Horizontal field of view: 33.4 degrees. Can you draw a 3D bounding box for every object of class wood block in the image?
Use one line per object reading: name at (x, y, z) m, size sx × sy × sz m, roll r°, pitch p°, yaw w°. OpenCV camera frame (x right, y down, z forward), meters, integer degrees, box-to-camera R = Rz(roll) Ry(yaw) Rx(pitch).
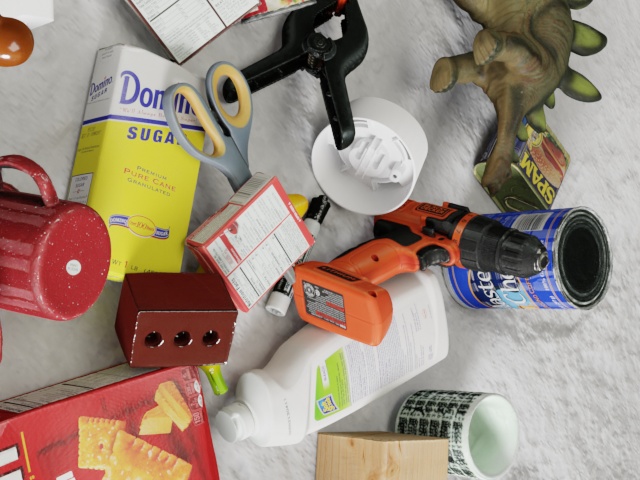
wood block at (0.051, 0.280, 0.964) m, size 0.090 × 0.090 × 0.206 m, roll 8°, pitch 82°, yaw -42°

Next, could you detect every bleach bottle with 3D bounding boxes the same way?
bleach bottle at (0.010, 0.107, 0.953) m, size 0.250 × 0.068 × 0.102 m, roll -23°, pitch 108°, yaw -39°

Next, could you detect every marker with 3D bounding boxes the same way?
marker at (-0.019, 0.011, 0.961) m, size 0.020 × 0.020 × 0.121 m, roll 39°, pitch 63°, yaw -35°

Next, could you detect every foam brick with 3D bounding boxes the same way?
foam brick at (-0.109, 0.059, 0.801) m, size 0.078 × 0.051 × 0.053 m, roll 0°, pitch 123°, yaw -23°

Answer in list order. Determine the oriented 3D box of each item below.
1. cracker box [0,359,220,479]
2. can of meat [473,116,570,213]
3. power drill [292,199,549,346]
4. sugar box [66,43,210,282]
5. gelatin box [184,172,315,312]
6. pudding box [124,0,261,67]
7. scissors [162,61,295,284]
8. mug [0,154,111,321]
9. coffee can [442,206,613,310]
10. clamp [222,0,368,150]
cracker box at (-0.174, 0.188, 0.772) m, size 0.213 × 0.072 × 0.164 m, roll -14°, pitch 97°, yaw -42°
can of meat at (0.223, -0.081, 1.165) m, size 0.102 × 0.058 × 0.083 m, roll 47°, pitch 56°, yaw -30°
power drill at (0.082, 0.025, 0.946) m, size 0.187 × 0.185 × 0.057 m, roll -28°, pitch 121°, yaw -39°
sugar box at (-0.142, -0.056, 0.832) m, size 0.093 × 0.048 × 0.176 m, roll 19°, pitch 76°, yaw -41°
gelatin box at (-0.056, 0.001, 0.855) m, size 0.089 × 0.030 × 0.073 m, roll -46°, pitch 125°, yaw -21°
pudding box at (-0.114, -0.209, 0.847) m, size 0.090 × 0.039 × 0.113 m, roll -38°, pitch 115°, yaw -2°
scissors at (-0.057, -0.063, 0.880) m, size 0.201 × 0.016 × 0.096 m, roll 51°, pitch 54°, yaw -34°
mug at (-0.199, -0.002, 0.728) m, size 0.093 × 0.082 × 0.117 m, roll -34°, pitch 128°, yaw -56°
coffee can at (0.210, 0.020, 1.090) m, size 0.102 × 0.141 × 0.103 m, roll 3°, pitch 86°, yaw -43°
clamp at (-0.014, -0.164, 0.948) m, size 0.120 × 0.039 × 0.171 m, roll 19°, pitch 56°, yaw -9°
